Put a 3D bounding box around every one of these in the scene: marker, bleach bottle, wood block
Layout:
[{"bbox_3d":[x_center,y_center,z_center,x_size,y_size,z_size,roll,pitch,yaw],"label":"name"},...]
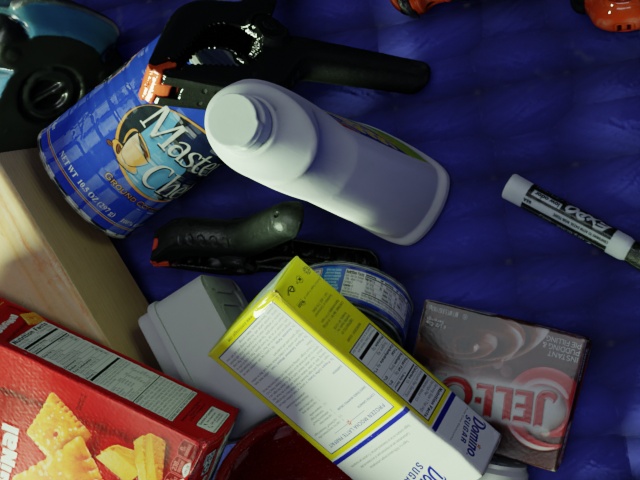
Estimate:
[{"bbox_3d":[0.179,-0.009,0.717,0.121,0.020,0.020,31,97,19],"label":"marker"},{"bbox_3d":[0.003,-0.050,0.659,0.103,0.250,0.068,31,97,18],"label":"bleach bottle"},{"bbox_3d":[-0.197,0.043,0.786,0.090,0.090,0.206,-31,91,16],"label":"wood block"}]

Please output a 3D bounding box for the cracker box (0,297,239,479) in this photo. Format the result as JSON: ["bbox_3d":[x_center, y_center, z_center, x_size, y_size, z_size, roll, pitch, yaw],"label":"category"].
[{"bbox_3d":[-0.184,0.148,0.714,0.214,0.072,0.164,24,106,6],"label":"cracker box"}]

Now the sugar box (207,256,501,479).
[{"bbox_3d":[0.021,0.099,0.694,0.176,0.048,0.093,40,135,-4],"label":"sugar box"}]

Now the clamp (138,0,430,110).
[{"bbox_3d":[-0.043,-0.142,0.730,0.165,0.209,0.036,51,139,22],"label":"clamp"}]

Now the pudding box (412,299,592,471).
[{"bbox_3d":[0.117,0.095,0.721,0.114,0.039,0.090,14,92,20],"label":"pudding box"}]

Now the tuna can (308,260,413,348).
[{"bbox_3d":[0.019,0.052,0.733,0.086,0.086,0.033,2,53,20],"label":"tuna can"}]

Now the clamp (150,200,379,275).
[{"bbox_3d":[-0.055,0.001,0.752,0.172,0.120,0.039,-1,65,22],"label":"clamp"}]

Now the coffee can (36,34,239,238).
[{"bbox_3d":[-0.121,-0.082,0.784,0.140,0.102,0.103,-36,76,14],"label":"coffee can"}]

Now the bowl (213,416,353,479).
[{"bbox_3d":[-0.009,0.201,0.725,0.162,0.161,0.055,64,149,12],"label":"bowl"}]
